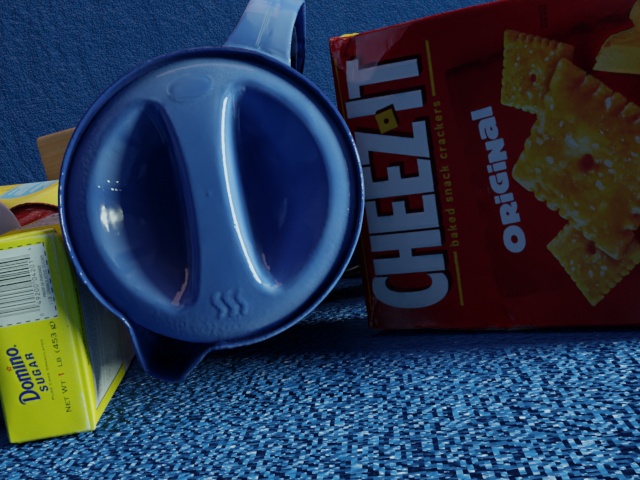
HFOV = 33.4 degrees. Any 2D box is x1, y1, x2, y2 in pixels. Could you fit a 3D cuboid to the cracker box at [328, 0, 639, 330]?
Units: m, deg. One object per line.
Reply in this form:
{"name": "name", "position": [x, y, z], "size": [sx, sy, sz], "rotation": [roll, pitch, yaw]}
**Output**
{"name": "cracker box", "position": [0.116, -0.041, 0.536], "size": [0.214, 0.164, 0.071], "rotation": [-5, 6, 36]}

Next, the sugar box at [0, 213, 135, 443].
{"name": "sugar box", "position": [-0.131, 0.035, 0.553], "size": [0.048, 0.093, 0.176], "rotation": [-9, 5, -5]}

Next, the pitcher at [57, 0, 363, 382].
{"name": "pitcher", "position": [-0.041, -0.020, 0.574], "size": [0.149, 0.145, 0.243], "rotation": [-30, -4, -1]}
